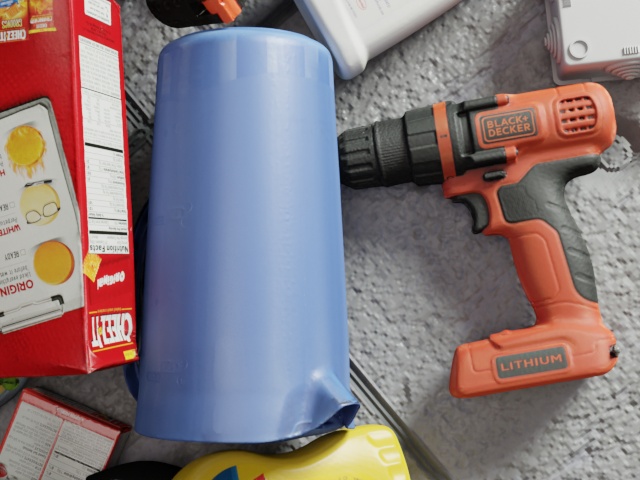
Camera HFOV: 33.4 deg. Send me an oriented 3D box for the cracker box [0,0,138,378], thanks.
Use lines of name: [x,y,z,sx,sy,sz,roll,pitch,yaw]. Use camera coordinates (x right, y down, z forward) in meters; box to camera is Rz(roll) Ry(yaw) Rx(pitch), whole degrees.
cracker box: [-0.194,-0.030,0.616,0.164,0.072,0.214,-4,89,17]

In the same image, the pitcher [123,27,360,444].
pitcher: [-0.054,0.001,0.659,0.149,0.145,0.243,0,86,-3]

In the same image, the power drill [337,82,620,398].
power drill: [0.104,0.001,0.674,0.184,0.057,0.187,-10,86,10]

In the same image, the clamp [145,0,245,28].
clamp: [-0.072,-0.182,0.676,0.120,0.172,0.039,-46,126,0]

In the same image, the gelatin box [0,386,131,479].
gelatin box: [-0.178,0.152,0.713,0.073,0.030,0.089,22,89,7]

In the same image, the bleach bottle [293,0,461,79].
bleach bottle: [0.099,-0.209,0.687,0.251,0.068,0.102,-30,98,0]

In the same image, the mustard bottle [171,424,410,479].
mustard bottle: [-0.039,0.171,0.638,0.191,0.058,0.096,-6,83,-22]
